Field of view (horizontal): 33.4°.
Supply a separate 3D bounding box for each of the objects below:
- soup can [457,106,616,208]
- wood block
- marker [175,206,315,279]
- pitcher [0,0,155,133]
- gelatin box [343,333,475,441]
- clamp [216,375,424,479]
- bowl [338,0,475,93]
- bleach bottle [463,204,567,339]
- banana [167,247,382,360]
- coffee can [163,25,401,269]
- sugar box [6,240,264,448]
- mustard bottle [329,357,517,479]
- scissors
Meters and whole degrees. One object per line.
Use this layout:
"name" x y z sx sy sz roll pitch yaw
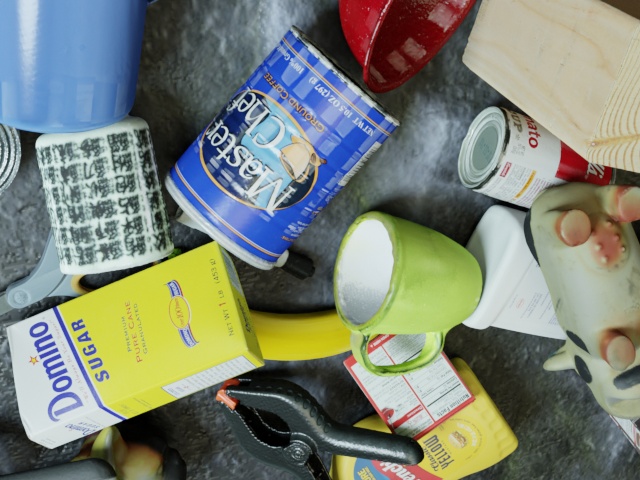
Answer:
"soup can" 0.166 -0.058 0.827 0.102 0.068 0.068 16 110 -21
"wood block" 0.184 -0.123 0.721 0.090 0.206 0.090 9 113 -20
"marker" -0.055 0.001 0.824 0.121 0.020 0.020 27 106 -25
"pitcher" -0.148 -0.193 0.647 0.149 0.144 0.243 20 119 18
"gelatin box" 0.074 0.115 0.883 0.073 0.030 0.089 -36 80 4
"clamp" -0.013 0.175 0.876 0.171 0.039 0.120 28 112 7
"bowl" 0.061 -0.181 0.717 0.055 0.162 0.162 38 105 15
"bleach bottle" 0.237 0.048 0.902 0.250 0.068 0.103 16 110 -24
"banana" -0.036 0.063 0.849 0.197 0.037 0.070 15 111 -21
"coffee can" -0.027 -0.064 0.752 0.102 0.103 0.140 37 101 -27
"sugar box" -0.138 0.076 0.779 0.176 0.093 0.048 -22 153 5
"mustard bottle" 0.068 0.191 0.927 0.191 0.058 0.096 -34 110 4
"scissors" -0.220 0.021 0.792 0.201 0.016 0.096 -12 116 -10
